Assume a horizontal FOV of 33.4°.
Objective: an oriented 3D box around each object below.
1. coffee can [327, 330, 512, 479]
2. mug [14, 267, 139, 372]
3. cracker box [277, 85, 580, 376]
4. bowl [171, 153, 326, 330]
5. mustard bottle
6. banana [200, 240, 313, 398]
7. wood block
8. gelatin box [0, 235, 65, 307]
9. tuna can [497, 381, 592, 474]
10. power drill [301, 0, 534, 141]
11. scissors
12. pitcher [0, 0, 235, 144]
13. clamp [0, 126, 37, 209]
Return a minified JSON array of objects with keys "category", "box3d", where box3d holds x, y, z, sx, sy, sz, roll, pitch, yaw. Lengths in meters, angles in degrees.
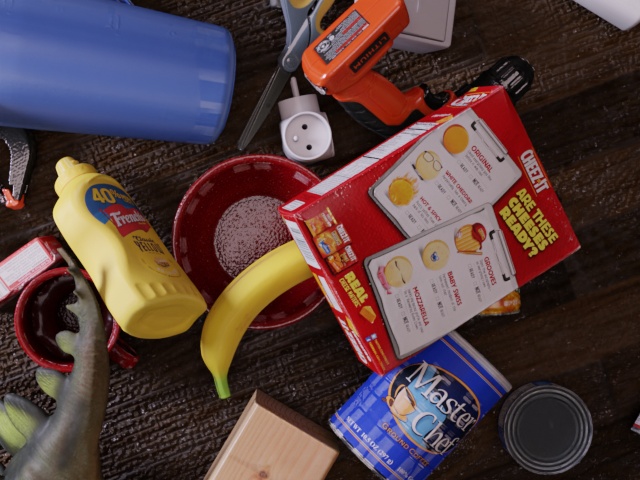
[{"category":"coffee can","box3d":[0.091,0.151,0.983,0.103,0.103,0.140,43,89,-3]},{"category":"mug","box3d":[-0.214,0.077,0.976,0.117,0.081,0.093,35,89,-3]},{"category":"cracker box","box3d":[0.093,-0.011,0.922,0.213,0.072,0.164,-32,106,-11]},{"category":"bowl","box3d":[-0.057,0.001,0.997,0.162,0.055,0.162,0,91,-3]},{"category":"mustard bottle","box3d":[-0.182,-0.002,0.941,0.058,0.096,0.192,-47,64,19]},{"category":"banana","box3d":[-0.043,0.048,0.953,0.198,0.037,0.069,-46,111,0]},{"category":"wood block","box3d":[-0.074,0.254,0.982,0.091,0.090,0.206,31,89,-2]},{"category":"gelatin box","box3d":[-0.278,0.032,0.977,0.089,0.073,0.030,-36,93,-3]},{"category":"tuna can","box3d":[0.214,0.179,1.024,0.086,0.034,0.086,0,91,-3]},{"category":"power drill","box3d":[0.087,-0.139,0.955,0.184,0.057,0.187,-43,128,5]},{"category":"scissors","box3d":[-0.037,-0.187,1.000,0.202,0.016,0.096,-47,120,-2]},{"category":"pitcher","box3d":[-0.203,-0.162,0.943,0.242,0.145,0.149,7,98,-16]},{"category":"clamp","box3d":[-0.323,-0.108,0.991,0.120,0.039,0.171,-13,85,4]}]
